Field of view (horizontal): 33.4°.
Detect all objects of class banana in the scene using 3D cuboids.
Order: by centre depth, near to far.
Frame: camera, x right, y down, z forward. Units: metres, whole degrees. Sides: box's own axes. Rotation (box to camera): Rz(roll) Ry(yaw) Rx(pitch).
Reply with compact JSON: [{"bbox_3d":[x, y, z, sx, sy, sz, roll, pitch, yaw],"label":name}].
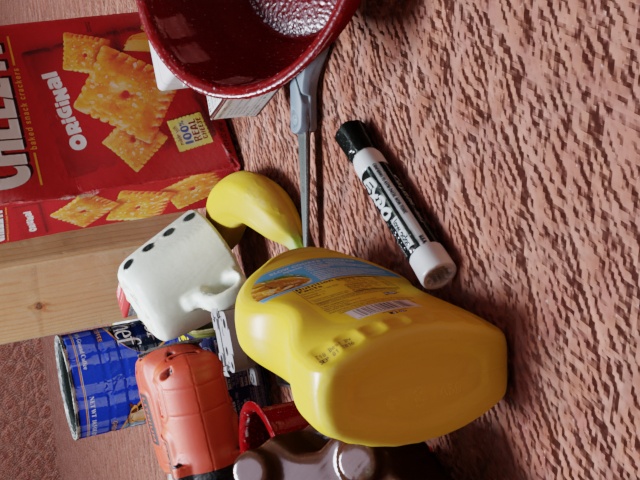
[{"bbox_3d":[-0.056,-0.017,0.784,0.198,0.037,0.069,-169,71,-69],"label":"banana"}]

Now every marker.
[{"bbox_3d":[0.036,-0.023,0.555,0.020,0.020,0.121,99,153,-43],"label":"marker"}]

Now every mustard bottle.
[{"bbox_3d":[0.008,0.043,0.549,0.192,0.096,0.058,-149,51,-64],"label":"mustard bottle"}]

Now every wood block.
[{"bbox_3d":[-0.221,0.022,1.008,0.090,0.205,0.091,-125,31,-49],"label":"wood block"}]

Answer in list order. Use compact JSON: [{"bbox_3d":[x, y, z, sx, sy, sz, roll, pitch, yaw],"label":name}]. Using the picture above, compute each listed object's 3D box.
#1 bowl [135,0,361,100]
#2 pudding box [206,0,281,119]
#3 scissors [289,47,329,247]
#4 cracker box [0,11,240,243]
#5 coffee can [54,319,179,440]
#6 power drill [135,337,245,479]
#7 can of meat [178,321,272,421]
[{"bbox_3d":[-0.026,-0.152,0.553,0.162,0.055,0.162,3,94,39],"label":"bowl"},{"bbox_3d":[-0.049,-0.133,0.660,0.114,0.039,0.090,148,112,-72],"label":"pudding box"},{"bbox_3d":[-0.017,-0.093,0.670,0.096,0.016,0.202,-121,29,-48],"label":"scissors"},{"bbox_3d":[-0.189,-0.095,0.848,0.072,0.213,0.164,117,139,-59],"label":"cracker box"},{"bbox_3d":[-0.178,0.128,1.036,0.103,0.140,0.103,170,90,-70],"label":"coffee can"},{"bbox_3d":[-0.083,0.153,0.746,0.188,0.057,0.184,-161,60,-73],"label":"power drill"},{"bbox_3d":[-0.080,0.104,0.884,0.102,0.057,0.084,-175,74,-69],"label":"can of meat"}]
